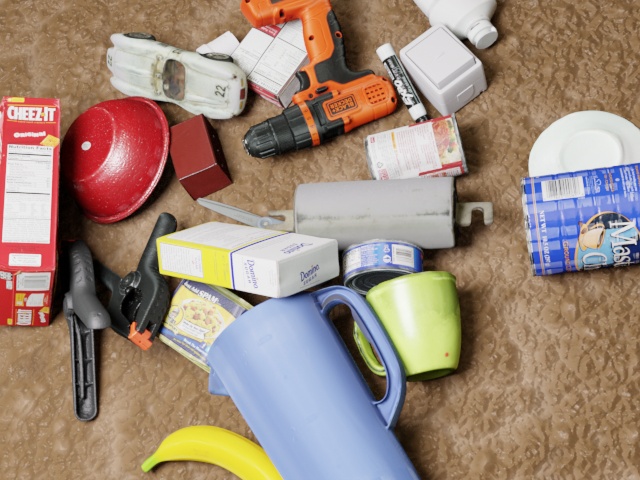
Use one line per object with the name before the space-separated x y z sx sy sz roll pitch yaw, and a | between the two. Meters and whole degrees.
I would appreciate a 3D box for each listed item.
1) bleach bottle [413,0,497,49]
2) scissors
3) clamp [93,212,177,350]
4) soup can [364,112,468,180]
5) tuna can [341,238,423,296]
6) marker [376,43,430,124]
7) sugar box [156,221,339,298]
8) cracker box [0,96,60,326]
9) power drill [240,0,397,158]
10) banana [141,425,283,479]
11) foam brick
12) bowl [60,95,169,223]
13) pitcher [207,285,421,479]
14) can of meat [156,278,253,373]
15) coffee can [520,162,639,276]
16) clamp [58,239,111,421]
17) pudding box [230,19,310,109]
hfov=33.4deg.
bleach bottle | 0.142 -0.330 1.271 0.102 0.068 0.251 -30 64 1
scissors | -0.058 0.001 1.200 0.202 0.016 0.096 5 65 18
clamp | -0.195 0.044 1.175 0.120 0.039 0.171 -43 41 13
soup can | 0.105 -0.094 1.169 0.102 0.068 0.068 -14 63 11
tuna can | 0.065 0.030 1.113 0.086 0.086 0.034 -6 66 13
marker | 0.099 -0.167 1.210 0.020 0.020 0.121 -28 83 2
sugar box | -0.076 0.018 1.101 0.177 0.093 0.048 12 112 40
cracker box | -0.333 -0.030 1.207 0.072 0.164 0.213 2 64 -15
power drill | -0.026 -0.200 1.227 0.184 0.057 0.188 -21 84 -7
banana | -0.088 0.235 1.094 0.198 0.037 0.069 16 90 23
foam brick | -0.143 -0.098 1.251 0.051 0.053 0.078 -22 62 6
bowl | -0.255 -0.104 1.256 0.162 0.055 0.162 -14 66 33
pitcher | 0.008 0.172 1.041 0.144 0.149 0.243 -17 60 -32
can of meat | -0.124 0.090 1.157 0.102 0.057 0.084 29 79 26
coffee can | 0.277 -0.022 1.066 0.140 0.102 0.103 -7 64 13
clamp | -0.261 0.069 1.171 0.036 0.165 0.210 0 51 -22
pudding box | -0.050 -0.225 1.291 0.090 0.039 0.113 31 80 23
